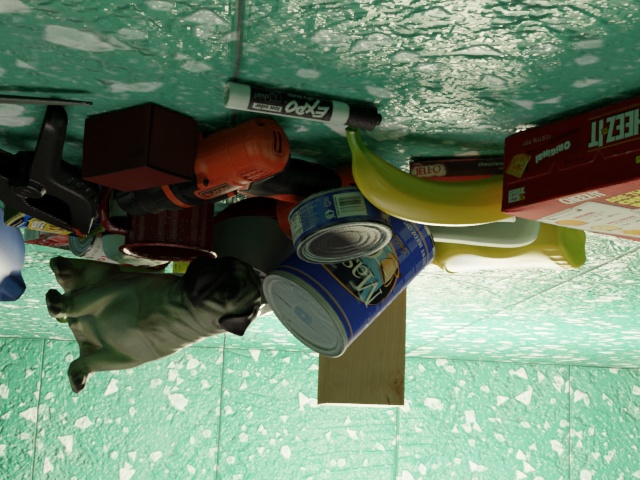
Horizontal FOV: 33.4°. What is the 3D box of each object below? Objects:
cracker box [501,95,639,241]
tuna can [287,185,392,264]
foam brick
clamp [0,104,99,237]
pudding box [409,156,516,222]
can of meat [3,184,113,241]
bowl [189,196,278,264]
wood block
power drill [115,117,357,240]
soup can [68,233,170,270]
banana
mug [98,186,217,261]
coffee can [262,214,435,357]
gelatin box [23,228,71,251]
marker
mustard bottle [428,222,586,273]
[{"bbox_3d":[0.275,-0.049,0.830,0.213,0.072,0.164,10,167,-31],"label":"cracker box"},{"bbox_3d":[0.017,-0.012,0.903,0.086,0.034,0.086,-10,157,-4],"label":"tuna can"},{"bbox_3d":[-0.145,-0.072,0.851,0.078,0.053,0.051,-5,167,37],"label":"foam brick"},{"bbox_3d":[-0.261,-0.059,0.916,0.165,0.036,0.210,3,157,12],"label":"clamp"},{"bbox_3d":[0.133,-0.045,0.974,0.090,0.039,0.113,-1,167,14],"label":"pudding box"},{"bbox_3d":[-0.260,-0.038,1.052,0.083,0.057,0.102,10,168,-27],"label":"can of meat"},{"bbox_3d":[-0.057,0.001,1.129,0.162,0.055,0.162,0,145,0],"label":"bowl"},{"bbox_3d":[0.049,0.090,1.252,0.090,0.206,0.090,3,170,-8],"label":"wood block"},{"bbox_3d":[-0.060,-0.044,0.933,0.185,0.057,0.187,-14,162,38],"label":"power drill"},{"bbox_3d":[-0.217,-0.007,1.174,0.102,0.068,0.069,12,166,-38],"label":"soup can"},{"bbox_3d":[0.107,-0.043,0.875,0.197,0.070,0.037,9,-149,-17],"label":"banana"},{"bbox_3d":[-0.152,-0.028,1.006,0.117,0.081,0.093,8,168,-28],"label":"mug"},{"bbox_3d":[0.028,0.029,1.029,0.103,0.140,0.103,35,152,22],"label":"coffee can"},{"bbox_3d":[-0.304,-0.008,1.287,0.073,0.030,0.089,12,166,-43],"label":"gelatin box"},{"bbox_3d":[-0.011,-0.097,0.779,0.121,0.020,0.020,7,169,-22],"label":"marker"},{"bbox_3d":[0.187,0.006,1.172,0.192,0.058,0.096,-4,169,30],"label":"mustard bottle"}]
